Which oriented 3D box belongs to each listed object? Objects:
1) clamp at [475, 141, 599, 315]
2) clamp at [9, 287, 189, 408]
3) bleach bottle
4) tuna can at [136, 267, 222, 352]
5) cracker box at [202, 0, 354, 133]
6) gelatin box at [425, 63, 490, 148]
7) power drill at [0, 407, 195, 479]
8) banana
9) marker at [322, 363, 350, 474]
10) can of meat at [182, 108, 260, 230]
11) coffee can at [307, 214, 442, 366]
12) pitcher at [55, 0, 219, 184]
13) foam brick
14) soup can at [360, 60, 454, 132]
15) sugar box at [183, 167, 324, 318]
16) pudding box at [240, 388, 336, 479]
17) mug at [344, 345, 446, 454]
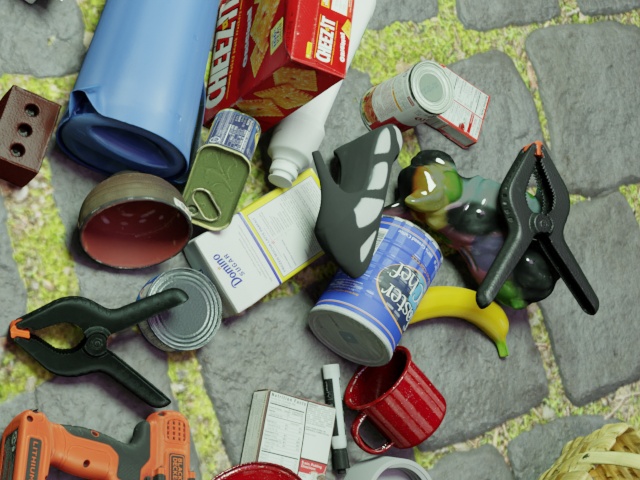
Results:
[{"bbox_3d":[0.261,-0.010,1.253,0.164,0.036,0.210,12,75,-23],"label":"clamp"},{"bbox_3d":[-0.214,0.107,1.039,0.171,0.039,0.120,0,90,-14],"label":"clamp"},{"bbox_3d":[-0.009,-0.171,1.209,0.068,0.103,0.250,23,68,-9],"label":"bleach bottle"},{"bbox_3d":[-0.147,0.073,1.104,0.086,0.034,0.086,8,75,-31],"label":"tuna can"},{"bbox_3d":[-0.045,-0.217,1.128,0.072,0.214,0.164,17,70,-27],"label":"cracker box"},{"bbox_3d":[0.169,-0.171,1.366,0.089,0.030,0.073,29,63,-24],"label":"gelatin box"},{"bbox_3d":[-0.205,0.239,0.996,0.187,0.057,0.184,17,53,-32],"label":"power drill"},{"bbox_3d":[0.163,0.089,1.296,0.197,0.037,0.069,17,69,-29],"label":"banana"},{"bbox_3d":[0.018,0.199,1.189,0.020,0.020,0.121,0,79,-33],"label":"marker"},{"bbox_3d":[-0.103,-0.075,1.114,0.057,0.102,0.084,20,36,-6],"label":"can of meat"},{"bbox_3d":[0.063,0.056,1.201,0.102,0.103,0.140,42,60,-18],"label":"coffee can"},{"bbox_3d":[-0.172,-0.184,1.103,0.145,0.149,0.242,17,66,-13],"label":"pitcher"},{"bbox_3d":[-0.295,-0.101,1.040,0.053,0.051,0.078,23,68,-26],"label":"foam brick"},{"bbox_3d":[0.104,-0.169,1.279,0.068,0.102,0.068,8,74,-31],"label":"soup can"},{"bbox_3d":[-0.058,0.001,1.172,0.176,0.048,0.093,-33,96,-31],"label":"sugar box"},{"bbox_3d":[-0.036,0.222,1.139,0.089,0.039,0.113,20,67,-27],"label":"pudding box"},{"bbox_3d":[0.080,0.187,1.193,0.081,0.093,0.117,48,66,-20],"label":"mug"}]
